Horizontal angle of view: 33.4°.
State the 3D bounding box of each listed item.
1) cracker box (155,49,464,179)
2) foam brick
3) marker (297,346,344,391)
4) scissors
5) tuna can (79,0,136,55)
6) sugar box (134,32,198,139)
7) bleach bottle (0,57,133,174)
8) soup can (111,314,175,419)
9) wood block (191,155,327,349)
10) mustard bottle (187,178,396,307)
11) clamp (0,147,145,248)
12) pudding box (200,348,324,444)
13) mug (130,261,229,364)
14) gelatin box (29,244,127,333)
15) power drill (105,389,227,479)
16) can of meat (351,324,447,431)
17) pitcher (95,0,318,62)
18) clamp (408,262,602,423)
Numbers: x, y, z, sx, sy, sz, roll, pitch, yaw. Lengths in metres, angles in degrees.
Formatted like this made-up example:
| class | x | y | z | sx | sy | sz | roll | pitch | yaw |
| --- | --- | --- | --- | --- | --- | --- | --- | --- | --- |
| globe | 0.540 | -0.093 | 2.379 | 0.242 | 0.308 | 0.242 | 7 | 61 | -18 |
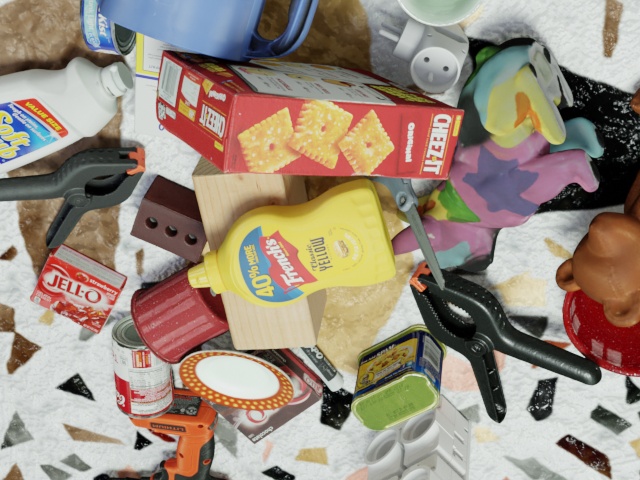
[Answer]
| class | x | y | z | sx | sy | sz | roll | pitch | yaw |
| --- | --- | --- | --- | --- | --- | --- | --- | --- | --- |
| cracker box | -0.014 | -0.105 | 0.912 | 0.213 | 0.164 | 0.072 | 1 | 110 | -30 |
| foam brick | -0.149 | -0.022 | 1.112 | 0.078 | 0.051 | 0.053 | 23 | 123 | -4 |
| marker | -0.015 | 0.121 | 1.193 | 0.020 | 0.020 | 0.121 | -28 | 113 | 24 |
| scissors | 0.085 | -0.056 | 0.980 | 0.016 | 0.202 | 0.096 | 6 | 127 | -38 |
| tuna can | -0.191 | -0.215 | 0.981 | 0.034 | 0.086 | 0.086 | 8 | 122 | 7 |
| sugar box | -0.127 | -0.181 | 1.014 | 0.093 | 0.048 | 0.176 | 10 | 125 | 1 |
| bleach bottle | -0.305 | -0.128 | 1.071 | 0.251 | 0.068 | 0.102 | -19 | 118 | 18 |
| soup can | -0.201 | 0.142 | 1.213 | 0.068 | 0.068 | 0.102 | 6 | 122 | 7 |
| wood block | -0.058 | 0.002 | 1.086 | 0.090 | 0.090 | 0.206 | -4 | 121 | 13 |
| mustard bottle | -0.032 | 0.012 | 0.999 | 0.192 | 0.058 | 0.096 | -15 | 112 | 8 |
| clamp | -0.261 | -0.056 | 1.102 | 0.172 | 0.039 | 0.120 | -31 | 146 | 22 |
| pudding box | -0.066 | 0.171 | 1.222 | 0.114 | 0.039 | 0.090 | -37 | 109 | 27 |
| mug | -0.137 | 0.079 | 1.159 | 0.082 | 0.093 | 0.117 | -30 | 143 | 20 |
| gelatin box | -0.271 | 0.054 | 1.194 | 0.089 | 0.030 | 0.073 | 28 | 122 | -7 |
| power drill | -0.188 | 0.265 | 1.295 | 0.184 | 0.057 | 0.188 | 3 | 125 | 4 |
| can of meat | 0.084 | 0.150 | 1.155 | 0.102 | 0.084 | 0.057 | -30 | 111 | 25 |
| pitcher | -0.075 | -0.272 | 0.871 | 0.149 | 0.145 | 0.243 | 9 | 108 | -37 |
| clamp | 0.170 | 0.109 | 1.129 | 0.210 | 0.036 | 0.165 | 39 | 140 | -2 |
